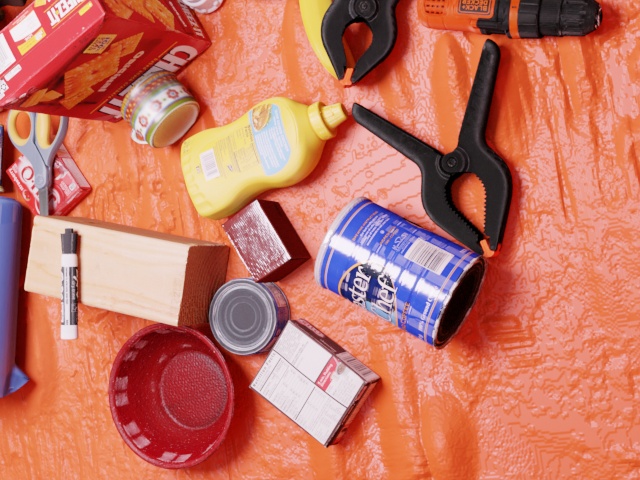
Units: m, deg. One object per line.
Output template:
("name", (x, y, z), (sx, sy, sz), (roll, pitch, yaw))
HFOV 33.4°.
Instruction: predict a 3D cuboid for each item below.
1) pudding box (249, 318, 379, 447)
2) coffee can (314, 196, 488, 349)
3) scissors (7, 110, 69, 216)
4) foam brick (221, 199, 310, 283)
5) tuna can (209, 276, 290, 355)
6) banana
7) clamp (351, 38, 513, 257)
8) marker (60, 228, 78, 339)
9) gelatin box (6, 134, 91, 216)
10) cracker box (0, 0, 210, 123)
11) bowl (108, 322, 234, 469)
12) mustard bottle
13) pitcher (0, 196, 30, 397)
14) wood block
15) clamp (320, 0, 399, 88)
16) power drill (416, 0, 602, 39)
("pudding box", (-0.008, 0.150, 1.133), (0.114, 0.039, 0.090), (36, 105, 22))
("coffee can", (0.080, 0.031, 1.058), (0.140, 0.102, 0.103), (28, 101, 22))
("scissors", (-0.342, -0.080, 1.265), (0.096, 0.016, 0.202), (12, 92, 28))
("foam brick", (-0.058, 0.001, 1.149), (0.051, 0.052, 0.078), (-37, 74, 20))
("tuna can", (-0.078, 0.083, 1.167), (0.086, 0.033, 0.086), (0, 90, 25))
("banana", (0.009, -0.262, 1.128), (0.070, 0.037, 0.198), (3, 91, 25))
("clamp", (0.142, -0.086, 1.066), (0.165, 0.036, 0.210), (-31, 80, 22))
("marker", (-0.274, 0.047, 1.165), (0.020, 0.020, 0.121), (-1, 90, 24))
("gelatin box", (-0.327, -0.072, 1.284), (0.073, 0.030, 0.089), (-40, 74, 19))
("cracker box", (-0.240, -0.202, 1.145), (0.164, 0.213, 0.072), (-34, 78, 21))
("bowl", (-0.155, 0.170, 1.190), (0.162, 0.055, 0.162), (0, 90, 25))
("mustard bottle", (-0.056, -0.100, 1.144), (0.192, 0.058, 0.096), (-24, 68, 23))
("pitcher", (-0.434, 0.065, 1.276), (0.145, 0.149, 0.243), (4, 88, 36))
("wood block", (-0.218, 0.031, 1.201), (0.206, 0.090, 0.090), (11, 94, 25))
("clamp", (0.055, -0.240, 1.093), (0.120, 0.039, 0.171), (5, 93, 9))
("power drill", (0.190, -0.290, 1.033), (0.185, 0.057, 0.188), (9, 94, 24))
